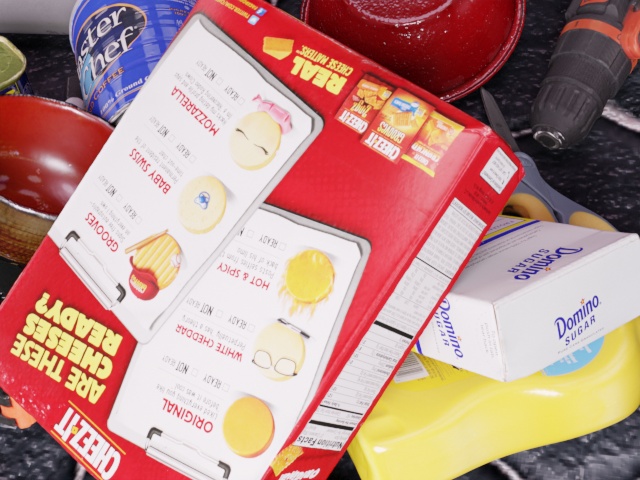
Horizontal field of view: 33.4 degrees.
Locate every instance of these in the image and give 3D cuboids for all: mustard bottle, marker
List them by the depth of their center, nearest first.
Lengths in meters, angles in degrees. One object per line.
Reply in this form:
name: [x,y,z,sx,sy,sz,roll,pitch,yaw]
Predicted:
mustard bottle: [0.103,0.067,0.541,0.191,0.058,0.096,-17,21,-7]
marker: [-0.173,-0.073,0.741,0.020,0.020,0.121,-8,47,2]

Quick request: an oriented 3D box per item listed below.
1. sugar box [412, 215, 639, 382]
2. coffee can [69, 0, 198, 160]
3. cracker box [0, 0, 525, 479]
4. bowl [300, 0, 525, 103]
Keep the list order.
sugar box: [0.067,0.020,0.542,0.093,0.048,0.176,-22,21,-27]
coffee can: [-0.105,-0.100,0.698,0.102,0.103,0.140,-16,48,-5]
cracker box: [-0.035,0.012,0.482,0.164,0.072,0.214,34,94,29]
bowl: [0.059,-0.172,0.737,0.162,0.055,0.162,-4,67,10]
